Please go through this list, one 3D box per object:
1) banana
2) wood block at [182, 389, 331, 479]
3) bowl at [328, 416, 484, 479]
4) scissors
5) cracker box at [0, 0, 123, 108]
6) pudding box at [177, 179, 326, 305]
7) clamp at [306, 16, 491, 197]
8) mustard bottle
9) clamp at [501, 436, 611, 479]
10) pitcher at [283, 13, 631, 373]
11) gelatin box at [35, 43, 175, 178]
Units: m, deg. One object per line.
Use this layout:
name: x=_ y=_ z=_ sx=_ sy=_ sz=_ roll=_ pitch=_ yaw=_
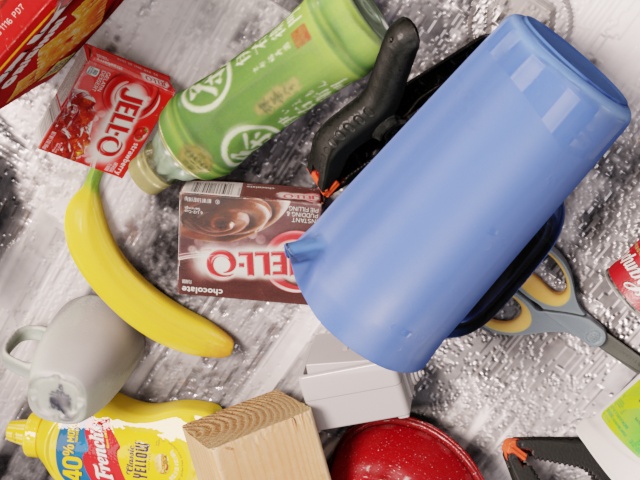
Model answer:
banana: x=-0.153 y=0.032 z=0.883 sx=0.070 sy=0.037 sz=0.197 roll=-29 pitch=106 yaw=21
wood block: x=-0.035 y=0.240 z=0.877 sx=0.090 sy=0.090 sz=0.206 roll=-18 pitch=100 yaw=-20
bowl: x=0.062 y=0.231 z=0.892 sx=0.162 sy=0.055 sz=0.162 roll=9 pitch=107 yaw=31
scissors: x=0.198 y=0.079 z=0.857 sx=0.096 sy=0.016 sz=0.201 roll=-35 pitch=105 yaw=24
cracker box: x=-0.201 y=-0.151 z=0.710 sx=0.072 sy=0.213 sz=0.164 roll=44 pitch=113 yaw=-10
pudding box: x=-0.056 y=0.001 z=0.847 sx=0.113 sy=0.039 sz=0.090 roll=6 pitch=114 yaw=2
clamp: x=0.043 y=-0.095 z=0.759 sx=0.172 sy=0.120 sz=0.039 roll=-43 pitch=59 yaw=24
mustard bottle: x=-0.184 y=0.180 z=0.942 sx=0.192 sy=0.058 sz=0.096 roll=7 pitch=101 yaw=8
clamp: x=0.247 y=0.222 z=0.885 sx=0.210 sy=0.036 sz=0.164 roll=41 pitch=84 yaw=3
pitcher: x=0.103 y=-0.029 z=0.750 sx=0.145 sy=0.149 sz=0.243 roll=44 pitch=113 yaw=8
gelatin box: x=-0.164 y=-0.098 z=0.813 sx=0.073 sy=0.030 sz=0.089 roll=20 pitch=121 yaw=-34
